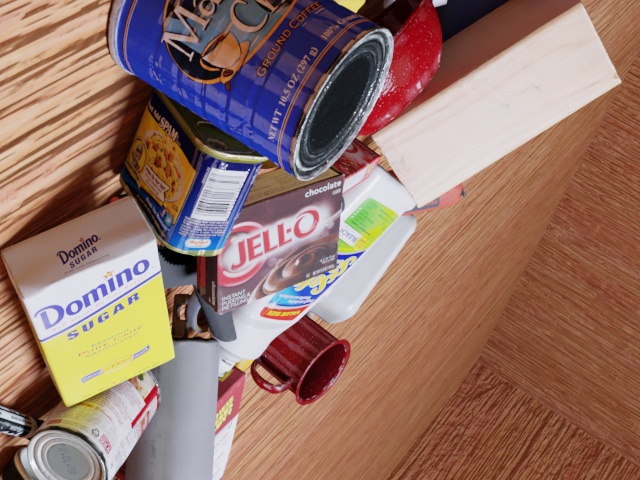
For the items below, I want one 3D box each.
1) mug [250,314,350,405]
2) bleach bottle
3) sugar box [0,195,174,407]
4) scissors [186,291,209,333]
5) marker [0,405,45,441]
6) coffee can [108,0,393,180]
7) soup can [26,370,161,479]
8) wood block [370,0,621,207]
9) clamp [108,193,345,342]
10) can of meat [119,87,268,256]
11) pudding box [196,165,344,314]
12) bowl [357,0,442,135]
[{"bbox_3d":[-0.033,0.139,1.254,0.117,0.082,0.093,-33,146,-35],"label":"mug"},{"bbox_3d":[-0.021,0.028,1.016,0.251,0.068,0.102,-51,146,6],"label":"bleach bottle"},{"bbox_3d":[-0.156,0.048,0.743,0.093,0.048,0.176,-25,156,-16],"label":"sugar box"},{"bbox_3d":[-0.093,0.072,1.083,0.096,0.016,0.201,-54,164,-11],"label":"scissors"},{"bbox_3d":[-0.229,0.135,0.791,0.020,0.020,0.121,-54,164,-10],"label":"marker"},{"bbox_3d":[-0.042,-0.115,0.645,0.102,0.140,0.103,-51,163,-22],"label":"coffee can"},{"bbox_3d":[-0.175,0.144,0.835,0.102,0.068,0.069,-60,174,-58],"label":"soup can"},{"bbox_3d":[0.145,-0.132,0.953,0.206,0.090,0.091,-32,-153,8],"label":"wood block"},{"bbox_3d":[-0.077,-0.004,0.826,0.164,0.036,0.209,-47,146,8],"label":"clamp"},{"bbox_3d":[-0.086,-0.051,0.710,0.057,0.102,0.084,1,127,-39],"label":"can of meat"},{"bbox_3d":[-0.038,-0.005,0.799,0.113,0.039,0.090,-22,135,-31],"label":"pudding box"},{"bbox_3d":[0.049,-0.139,0.892,0.162,0.055,0.162,-43,-166,13],"label":"bowl"}]
